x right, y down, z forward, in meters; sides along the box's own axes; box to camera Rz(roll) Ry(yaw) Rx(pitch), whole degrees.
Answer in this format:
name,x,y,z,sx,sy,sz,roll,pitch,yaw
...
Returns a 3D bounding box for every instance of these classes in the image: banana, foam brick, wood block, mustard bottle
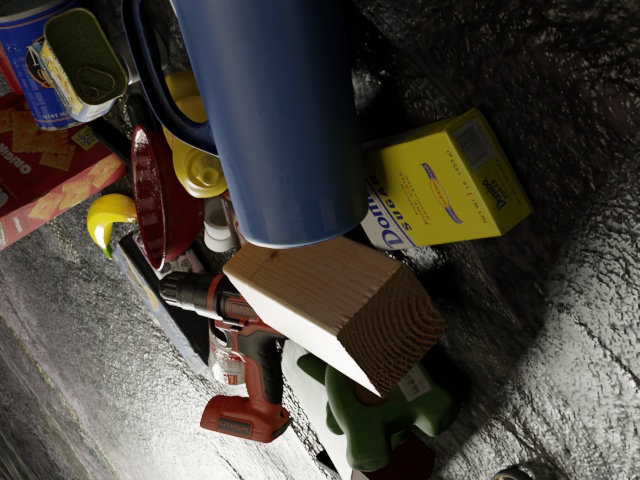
name,x,y,z,sx,sy,sz,roll,pitch,yaw
banana,-0.284,-0.031,1.461,0.069,0.037,0.198,39,154,-7
foam brick,0.077,0.249,1.152,0.051,0.078,0.053,40,146,28
wood block,0.009,0.052,0.990,0.206,0.090,0.090,26,157,54
mustard bottle,-0.117,-0.094,1.024,0.192,0.058,0.096,-119,23,-63

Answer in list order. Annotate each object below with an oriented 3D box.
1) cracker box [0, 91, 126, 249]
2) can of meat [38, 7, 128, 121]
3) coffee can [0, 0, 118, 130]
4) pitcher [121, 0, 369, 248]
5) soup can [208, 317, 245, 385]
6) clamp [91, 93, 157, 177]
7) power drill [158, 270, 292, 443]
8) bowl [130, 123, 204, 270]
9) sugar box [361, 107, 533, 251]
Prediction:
name,x,y,z,sx,sy,sz,roll,pitch,yaw
cracker box,-0.377,-0.101,1.337,0.164,0.213,0.072,44,150,21
can of meat,-0.252,-0.181,1.123,0.102,0.057,0.084,61,158,-2
coffee can,-0.304,-0.212,1.224,0.103,0.102,0.140,19,135,48
pitcher,-0.045,-0.120,0.837,0.149,0.144,0.243,10,119,48
soup can,-0.104,0.125,1.310,0.068,0.068,0.102,43,150,23
clamp,-0.208,-0.089,1.271,0.120,0.039,0.171,-2,118,56
power drill,-0.101,0.129,1.216,0.185,0.057,0.188,10,112,24
bowl,-0.165,-0.050,1.173,0.162,0.055,0.162,172,90,-71
sugar box,0.084,-0.043,0.866,0.177,0.048,0.093,-13,109,59
